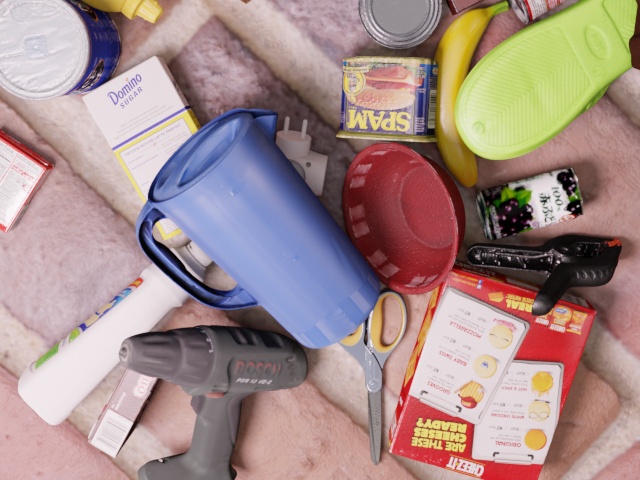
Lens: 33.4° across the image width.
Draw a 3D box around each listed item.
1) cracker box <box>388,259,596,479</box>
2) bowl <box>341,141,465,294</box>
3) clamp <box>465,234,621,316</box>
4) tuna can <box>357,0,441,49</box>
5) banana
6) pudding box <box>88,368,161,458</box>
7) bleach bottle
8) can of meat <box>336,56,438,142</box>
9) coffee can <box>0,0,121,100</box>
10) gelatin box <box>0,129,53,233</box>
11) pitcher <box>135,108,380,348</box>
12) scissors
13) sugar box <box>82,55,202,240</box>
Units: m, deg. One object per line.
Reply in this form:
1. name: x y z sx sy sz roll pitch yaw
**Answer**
1. cracker box: 0.180 0.143 1.148 0.164 0.072 0.214 16 101 0
2. bowl: 0.096 -0.028 1.104 0.055 0.162 0.162 -20 102 -39
3. clamp: 0.248 0.031 1.097 0.171 0.120 0.039 -8 129 -20
4. tuna can: 0.081 -0.241 1.101 0.086 0.033 0.086 1 100 3
5. banana: 0.147 -0.156 1.112 0.069 0.037 0.198 10 101 1
6. pudding box: -0.203 0.168 1.161 0.039 0.090 0.113 31 101 -1
7. bleach bottle: -0.211 0.087 1.152 0.251 0.102 0.068 -42 100 2
8. can of meat: 0.070 -0.146 1.097 0.102 0.057 0.084 6 99 25
9. coffee can: -0.265 -0.195 1.071 0.103 0.140 0.103 0 100 2
10. gelatin box: -0.344 -0.065 1.155 0.073 0.030 0.089 34 100 -2
11. pitcher: -0.057 0.001 1.075 0.149 0.144 0.242 -18 123 42
12. scissors: 0.042 0.146 1.183 0.096 0.016 0.202 14 101 2
13. sugar box: -0.167 -0.098 1.133 0.093 0.048 0.176 -28 95 5
